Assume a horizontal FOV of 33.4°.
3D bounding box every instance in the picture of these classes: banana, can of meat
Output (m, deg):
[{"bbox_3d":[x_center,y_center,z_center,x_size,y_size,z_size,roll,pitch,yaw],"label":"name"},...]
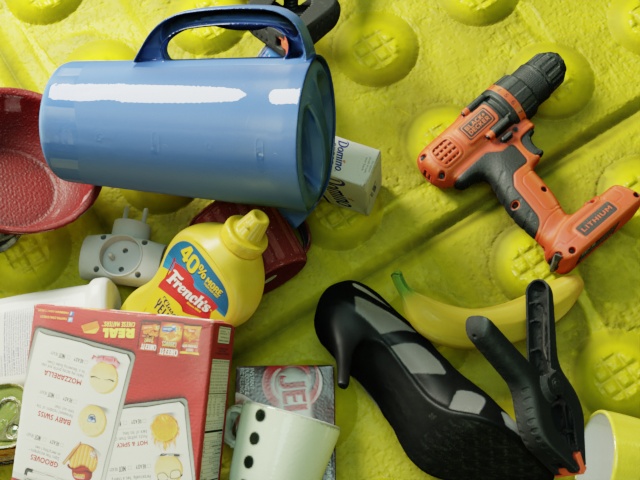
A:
[{"bbox_3d":[0.154,0.065,0.967,0.197,0.037,0.070,2,101,-23],"label":"banana"},{"bbox_3d":[-0.294,0.168,0.946,0.102,0.084,0.057,-8,67,2],"label":"can of meat"}]

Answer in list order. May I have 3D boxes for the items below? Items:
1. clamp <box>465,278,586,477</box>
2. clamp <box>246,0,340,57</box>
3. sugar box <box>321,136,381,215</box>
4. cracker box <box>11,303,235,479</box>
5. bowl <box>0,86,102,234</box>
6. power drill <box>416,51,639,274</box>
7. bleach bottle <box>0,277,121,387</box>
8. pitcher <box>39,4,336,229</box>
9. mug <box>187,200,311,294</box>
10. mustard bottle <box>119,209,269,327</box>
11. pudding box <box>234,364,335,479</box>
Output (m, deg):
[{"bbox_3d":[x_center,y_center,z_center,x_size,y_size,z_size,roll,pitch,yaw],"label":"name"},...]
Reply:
[{"bbox_3d":[0.192,0.118,0.927,0.120,0.039,0.171,-33,102,-39],"label":"clamp"},{"bbox_3d":[-0.039,-0.241,1.066,0.164,0.036,0.210,-1,37,7],"label":"clamp"},{"bbox_3d":[-0.030,-0.080,1.020,0.176,0.093,0.048,21,77,10],"label":"sugar box"},{"bbox_3d":[-0.165,0.166,0.887,0.164,0.072,0.214,4,84,15],"label":"cracker box"},{"bbox_3d":[-0.286,-0.063,0.992,0.162,0.055,0.162,12,55,-18],"label":"bowl"},{"bbox_3d":[0.215,-0.075,1.029,0.184,0.057,0.188,-41,71,-8],"label":"power drill"},{"bbox_3d":[-0.313,0.098,0.986,0.251,0.068,0.102,-6,71,3],"label":"bleach bottle"},{"bbox_3d":[-0.113,-0.108,0.921,0.243,0.145,0.149,5,65,13],"label":"pitcher"},{"bbox_3d":[-0.057,0.001,1.003,0.117,0.093,0.081,-17,71,-43],"label":"mug"},{"bbox_3d":[-0.102,0.041,0.939,0.096,0.058,0.192,52,124,17],"label":"mustard bottle"},{"bbox_3d":[-0.031,0.169,0.960,0.090,0.039,0.113,-1,71,1],"label":"pudding box"}]
